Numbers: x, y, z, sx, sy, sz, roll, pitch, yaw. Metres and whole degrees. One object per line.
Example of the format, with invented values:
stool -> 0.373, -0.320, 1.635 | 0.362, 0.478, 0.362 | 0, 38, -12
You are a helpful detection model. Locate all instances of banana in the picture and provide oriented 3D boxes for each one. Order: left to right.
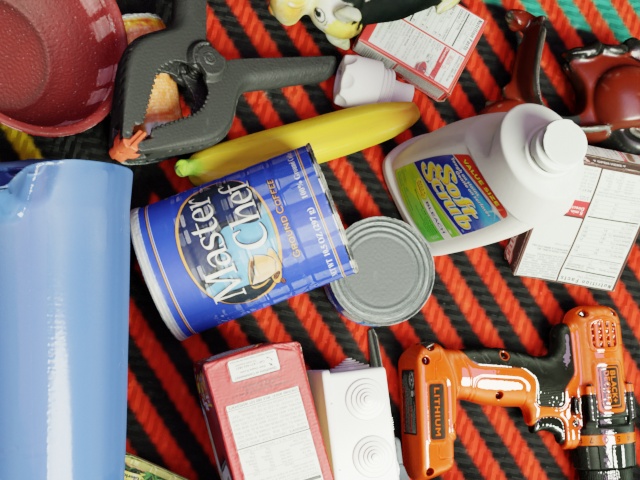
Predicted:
banana -> -0.021, -0.071, 0.827 | 0.197, 0.070, 0.037 | -17, 102, -16

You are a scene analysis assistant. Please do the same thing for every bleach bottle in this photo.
bleach bottle -> 0.117, -0.051, 0.757 | 0.068, 0.251, 0.102 | -24, 88, -13

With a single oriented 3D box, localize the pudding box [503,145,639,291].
pudding box -> 0.208, -0.019, 0.853 | 0.090, 0.039, 0.114 | 10, 120, -11

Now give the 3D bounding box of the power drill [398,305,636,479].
power drill -> 0.159, 0.146, 0.842 | 0.187, 0.057, 0.184 | -1, 80, -14

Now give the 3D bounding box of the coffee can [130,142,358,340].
coffee can -> -0.055, 0.001, 0.778 | 0.140, 0.103, 0.103 | -21, 87, 1

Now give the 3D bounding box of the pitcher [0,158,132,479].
pitcher -> -0.187, 0.070, 0.716 | 0.148, 0.145, 0.243 | 2, 84, -45

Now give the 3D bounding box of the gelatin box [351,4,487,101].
gelatin box -> 0.082, -0.168, 0.878 | 0.089, 0.030, 0.073 | 30, 77, -5

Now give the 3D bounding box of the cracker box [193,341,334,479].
cracker box -> -0.028, 0.178, 0.745 | 0.072, 0.164, 0.214 | -15, 86, -11

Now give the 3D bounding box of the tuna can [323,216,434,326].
tuna can -> 0.045, 0.025, 0.845 | 0.086, 0.034, 0.086 | 1, 83, -11

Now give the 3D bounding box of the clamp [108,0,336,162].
clamp -> -0.095, -0.139, 0.795 | 0.164, 0.036, 0.209 | 50, 54, -9

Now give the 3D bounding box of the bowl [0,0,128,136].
bowl -> -0.216, -0.142, 0.748 | 0.161, 0.055, 0.162 | 18, 64, -40
